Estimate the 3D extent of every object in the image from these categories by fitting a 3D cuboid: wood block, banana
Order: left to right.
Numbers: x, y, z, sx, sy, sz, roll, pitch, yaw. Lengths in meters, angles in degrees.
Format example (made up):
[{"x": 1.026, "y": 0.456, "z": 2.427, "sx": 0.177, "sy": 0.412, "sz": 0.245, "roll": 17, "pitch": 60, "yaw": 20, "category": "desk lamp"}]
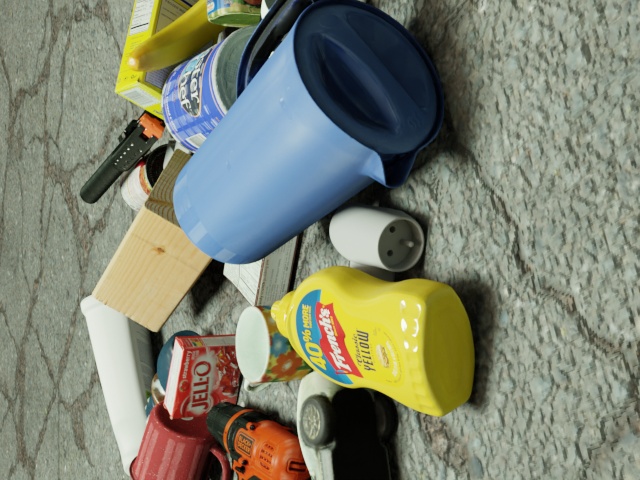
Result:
[{"x": -0.167, "y": 0.006, "z": 1.165, "sx": 0.206, "sy": 0.090, "sz": 0.090, "roll": -48, "pitch": 15, "yaw": 51, "category": "wood block"}, {"x": -0.118, "y": -0.227, "z": 1.065, "sx": 0.037, "sy": 0.197, "sz": 0.069, "roll": 38, "pitch": 166, "yaw": 19, "category": "banana"}]

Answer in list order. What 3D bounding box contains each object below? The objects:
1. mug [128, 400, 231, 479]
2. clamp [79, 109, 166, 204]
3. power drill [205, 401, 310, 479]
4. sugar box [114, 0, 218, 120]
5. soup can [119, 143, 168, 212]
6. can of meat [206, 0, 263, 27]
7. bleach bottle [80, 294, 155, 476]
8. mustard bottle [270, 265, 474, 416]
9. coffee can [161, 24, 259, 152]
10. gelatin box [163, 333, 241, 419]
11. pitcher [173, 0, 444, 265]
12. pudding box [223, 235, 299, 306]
[{"x": -0.148, "y": 0.235, "z": 1.176, "sx": 0.117, "sy": 0.093, "sz": 0.081, "roll": 29, "pitch": 114, "yaw": 24, "category": "mug"}, {"x": -0.205, "y": -0.124, "z": 1.226, "sx": 0.164, "sy": 0.036, "sz": 0.210, "roll": -57, "pitch": 14, "yaw": -20, "category": "clamp"}, {"x": -0.080, "y": 0.259, "z": 1.040, "sx": 0.185, "sy": 0.057, "sz": 0.187, "roll": 12, "pitch": 90, "yaw": 62, "category": "power drill"}, {"x": -0.153, "y": -0.218, "z": 1.119, "sx": 0.048, "sy": 0.093, "sz": 0.176, "roll": -9, "pitch": 64, "yaw": 38, "category": "sugar box"}, {"x": -0.191, "y": -0.071, "z": 1.265, "sx": 0.102, "sy": 0.068, "sz": 0.068, "roll": -16, "pitch": 76, "yaw": 61, "category": "soup can"}, {"x": -0.057, "y": -0.242, "z": 0.984, "sx": 0.058, "sy": 0.101, "sz": 0.084, "roll": -6, "pitch": 87, "yaw": 62, "category": "can of meat"}, {"x": -0.235, "y": 0.191, "z": 1.324, "sx": 0.102, "sy": 0.068, "sz": 0.251, "roll": 57, "pitch": -164, "yaw": -65, "category": "bleach bottle"}, {"x": 0.028, "y": 0.069, "z": 0.821, "sx": 0.192, "sy": 0.058, "sz": 0.096, "roll": 10, "pitch": 119, "yaw": 48, "category": "mustard bottle"}, {"x": -0.081, "y": -0.140, "z": 1.025, "sx": 0.141, "sy": 0.102, "sz": 0.103, "roll": -8, "pitch": 83, "yaw": 62, "category": "coffee can"}, {"x": -0.122, "y": 0.144, "z": 1.129, "sx": 0.030, "sy": 0.073, "sz": 0.089, "roll": 46, "pitch": 129, "yaw": 53, "category": "gelatin box"}, {"x": -0.025, "y": -0.084, "z": 0.863, "sx": 0.243, "sy": 0.145, "sz": 0.149, "roll": -38, "pitch": 22, "yaw": 48, "category": "pitcher"}, {"x": -0.057, "y": 0.001, "z": 1.047, "sx": 0.090, "sy": 0.039, "sz": 0.113, "roll": 41, "pitch": 127, "yaw": 56, "category": "pudding box"}]
